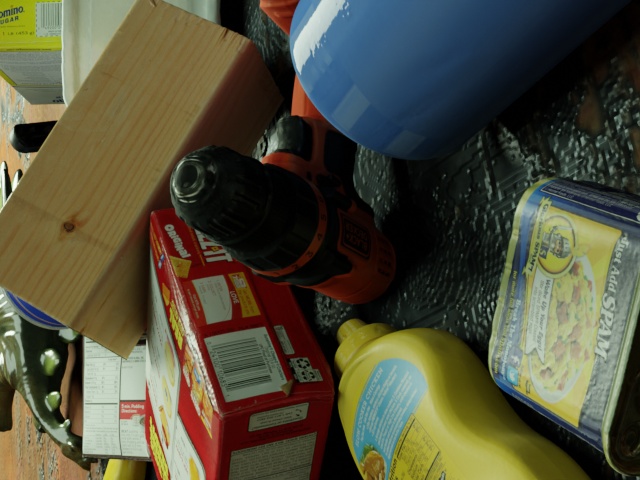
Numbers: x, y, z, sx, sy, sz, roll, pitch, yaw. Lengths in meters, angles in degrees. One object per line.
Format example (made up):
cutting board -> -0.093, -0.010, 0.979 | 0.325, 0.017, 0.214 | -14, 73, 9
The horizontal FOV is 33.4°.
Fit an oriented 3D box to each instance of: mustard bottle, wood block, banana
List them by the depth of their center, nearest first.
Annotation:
mustard bottle -> 0.056, 0.099, 0.520 | 0.192, 0.058, 0.096 | 50, 135, 49
wood block -> -0.121, -0.041, 0.689 | 0.091, 0.090, 0.206 | 27, 79, 19
banana -> -0.191, 0.243, 0.948 | 0.198, 0.037, 0.070 | -59, 41, 39

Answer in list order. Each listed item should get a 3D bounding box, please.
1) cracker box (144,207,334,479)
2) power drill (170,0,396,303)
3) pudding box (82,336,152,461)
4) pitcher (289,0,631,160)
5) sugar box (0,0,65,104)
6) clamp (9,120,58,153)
cracker box -> -0.057, 0.108, 0.654 | 0.164, 0.072, 0.214 | -117, 26, -44
power drill -> -0.016, -0.069, 0.561 | 0.057, 0.184, 0.187 | -6, 72, 26
pudding box -> -0.152, 0.121, 0.867 | 0.090, 0.039, 0.113 | -7, 79, 39
pitcher -> 0.077, -0.146, 0.441 | 0.243, 0.145, 0.149 | -47, 22, 52
sugar box -> -0.229, -0.160, 0.920 | 0.176, 0.093, 0.048 | 95, 174, -85
clamp -> -0.223, -0.096, 0.956 | 0.039, 0.120, 0.172 | 63, 160, 6
